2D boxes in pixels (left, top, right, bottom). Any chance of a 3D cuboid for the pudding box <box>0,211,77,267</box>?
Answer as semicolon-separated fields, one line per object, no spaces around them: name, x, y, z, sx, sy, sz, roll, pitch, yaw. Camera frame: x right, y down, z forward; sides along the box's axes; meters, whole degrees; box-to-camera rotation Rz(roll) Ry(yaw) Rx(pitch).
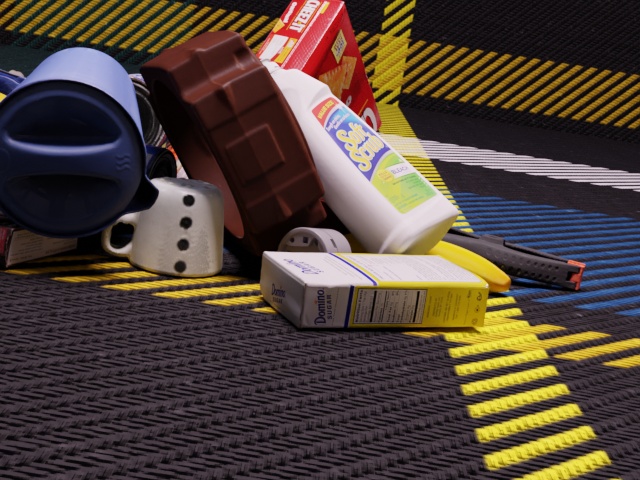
pudding box;-0.276;-0.012;0.930;0.090;0.039;0.113;14;14;16

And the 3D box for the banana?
banana;0.088;0.021;1.065;0.197;0.037;0.069;6;37;-4

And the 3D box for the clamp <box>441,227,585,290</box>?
clamp;0.179;0.011;1.160;0.210;0.036;0.164;14;9;9

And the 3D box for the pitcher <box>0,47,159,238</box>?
pitcher;-0.231;-0.107;0.958;0.145;0.149;0.243;-18;21;-2

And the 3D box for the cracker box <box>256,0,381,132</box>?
cracker box;-0.010;-0.146;1.218;0.072;0.164;0.213;18;-26;27

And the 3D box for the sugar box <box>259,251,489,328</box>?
sugar box;0.045;0.042;0.908;0.176;0.048;0.093;-1;15;-24

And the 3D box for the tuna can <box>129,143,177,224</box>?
tuna can;-0.178;-0.056;1.094;0.034;0.086;0.086;13;13;12

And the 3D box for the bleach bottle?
bleach bottle;0.015;-0.084;1.039;0.251;0.068;0.102;47;41;16
